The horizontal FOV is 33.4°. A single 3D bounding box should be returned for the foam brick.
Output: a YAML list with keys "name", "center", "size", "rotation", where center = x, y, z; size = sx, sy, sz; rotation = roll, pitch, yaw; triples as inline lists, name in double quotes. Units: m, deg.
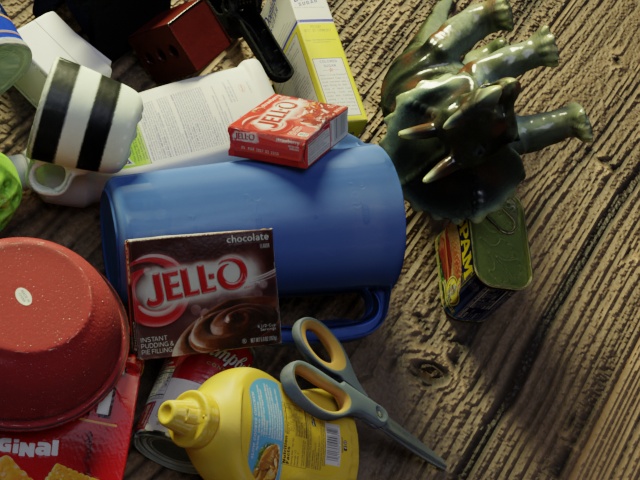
- name: "foam brick"
  center: [-0.132, -0.185, 0.992]
  size: [0.051, 0.078, 0.053]
  rotation: [-46, 114, -30]

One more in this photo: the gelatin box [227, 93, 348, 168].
- name: "gelatin box"
  center: [-0.027, -0.094, 0.903]
  size: [0.073, 0.030, 0.089]
  rotation: [13, 29, 22]

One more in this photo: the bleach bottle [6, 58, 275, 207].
- name: "bleach bottle"
  center: [-0.159, -0.091, 0.949]
  size: [0.250, 0.068, 0.102]
  rotation: [-14, 69, -23]

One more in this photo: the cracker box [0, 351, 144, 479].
- name: "cracker box"
  center: [-0.227, 0.174, 0.774]
  size: [0.164, 0.072, 0.213]
  rotation: [14, 58, -13]

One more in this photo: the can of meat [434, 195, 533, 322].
- name: "can of meat"
  center: [0.148, 0.016, 0.987]
  size: [0.057, 0.084, 0.102]
  rotation: [7, 61, -16]

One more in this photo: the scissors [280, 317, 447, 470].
- name: "scissors"
  center: [0.037, 0.125, 0.880]
  size: [0.201, 0.016, 0.096]
  rotation: [28, 42, -43]

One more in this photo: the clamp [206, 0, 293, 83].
- name: "clamp"
  center: [-0.071, -0.235, 1.016]
  size: [0.039, 0.120, 0.172]
  rotation: [-11, 37, -34]

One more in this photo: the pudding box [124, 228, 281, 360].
- name: "pudding box"
  center: [-0.090, 0.039, 0.815]
  size: [0.113, 0.039, 0.090]
  rotation: [-6, 95, -16]

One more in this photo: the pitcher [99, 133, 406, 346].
- name: "pitcher"
  center: [-0.056, 0.001, 0.902]
  size: [0.242, 0.145, 0.149]
  rotation: [-6, 31, -18]

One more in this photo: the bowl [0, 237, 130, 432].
- name: "bowl"
  center: [-0.215, 0.054, 0.773]
  size: [0.162, 0.055, 0.162]
  rotation: [10, 53, -14]

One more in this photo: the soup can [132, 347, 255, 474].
- name: "soup can"
  center: [-0.100, 0.125, 0.848]
  size: [0.068, 0.069, 0.102]
  rotation: [24, 58, -6]

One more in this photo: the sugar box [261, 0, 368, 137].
- name: "sugar box"
  center: [-0.011, -0.162, 1.022]
  size: [0.048, 0.093, 0.176]
  rotation: [-4, 65, -23]

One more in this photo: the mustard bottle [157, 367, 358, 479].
- name: "mustard bottle"
  center: [-0.048, 0.147, 0.805]
  size: [0.191, 0.058, 0.096]
  rotation: [26, 57, -47]
